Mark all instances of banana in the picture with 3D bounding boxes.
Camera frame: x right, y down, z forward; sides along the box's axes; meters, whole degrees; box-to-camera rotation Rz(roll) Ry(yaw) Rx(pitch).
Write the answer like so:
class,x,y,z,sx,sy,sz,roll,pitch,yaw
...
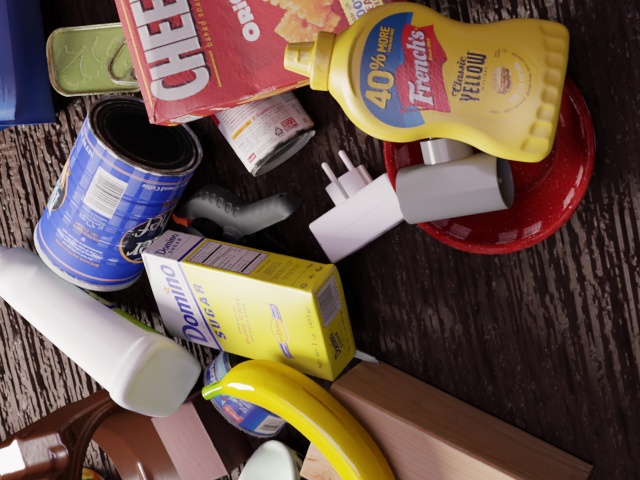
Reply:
class,x,y,z,sx,sy,sz,roll,pitch,yaw
banana,-0.003,0.151,0.841,0.198,0.037,0.070,36,130,15

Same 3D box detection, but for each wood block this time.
class,x,y,z,sx,sy,sz,roll,pitch,yaw
wood block,0.102,0.187,0.869,0.206,0.090,0.091,25,110,18

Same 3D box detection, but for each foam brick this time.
class,x,y,z,sx,sy,sz,roll,pitch,yaw
foam brick,-0.109,0.180,0.983,0.051,0.052,0.078,-27,89,27

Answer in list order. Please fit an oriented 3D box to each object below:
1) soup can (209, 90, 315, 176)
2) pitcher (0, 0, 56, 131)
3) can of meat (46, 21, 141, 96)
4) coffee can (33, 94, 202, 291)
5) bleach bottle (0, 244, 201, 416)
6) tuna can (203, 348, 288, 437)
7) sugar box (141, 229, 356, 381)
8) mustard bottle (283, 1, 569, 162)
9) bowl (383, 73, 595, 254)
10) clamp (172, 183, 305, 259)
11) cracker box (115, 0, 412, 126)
class,x,y,z,sx,sy,sz,roll,pitch,yaw
soup can,-0.058,-0.113,0.889,0.069,0.068,0.102,-38,85,26
pitcher,-0.307,-0.215,0.942,0.149,0.144,0.243,0,98,18
can of meat,-0.168,-0.157,0.919,0.102,0.083,0.057,0,101,24
coffee can,-0.177,-0.040,0.926,0.103,0.102,0.140,40,123,11
bleach bottle,-0.227,0.067,0.972,0.251,0.102,0.068,30,84,29
tuna can,-0.057,0.128,0.930,0.086,0.086,0.034,46,114,9
sugar box,-0.061,0.052,0.883,0.176,0.048,0.093,9,128,31
mustard bottle,0.070,-0.115,0.741,0.191,0.058,0.096,9,91,4
bowl,0.133,-0.073,0.818,0.162,0.055,0.162,5,103,23
clamp,-0.056,0.001,0.909,0.172,0.039,0.120,14,133,47
cracker box,-0.046,-0.194,0.809,0.214,0.072,0.164,-15,93,8
